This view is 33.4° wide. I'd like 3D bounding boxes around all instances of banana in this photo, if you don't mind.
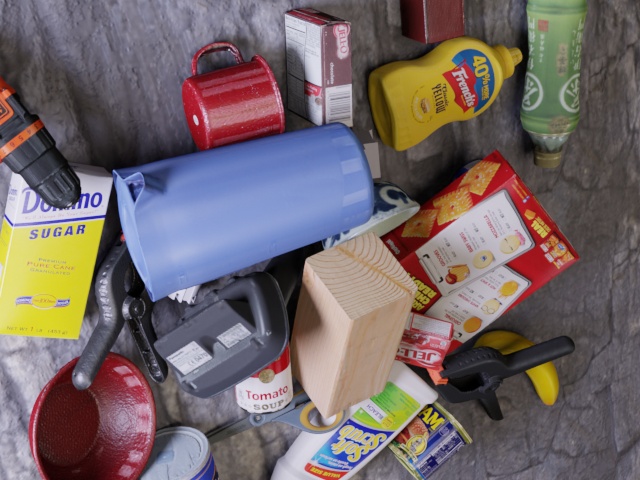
[{"bbox_3d":[0.271,0.166,1.445,0.197,0.037,0.070,29,120,-32],"label":"banana"}]

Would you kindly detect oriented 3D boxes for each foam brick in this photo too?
[{"bbox_3d":[0.122,-0.262,1.177,0.051,0.053,0.078,-18,118,-22],"label":"foam brick"}]

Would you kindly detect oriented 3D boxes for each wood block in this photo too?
[{"bbox_3d":[0.031,0.098,1.192,0.090,0.091,0.206,-22,148,-24],"label":"wood block"}]

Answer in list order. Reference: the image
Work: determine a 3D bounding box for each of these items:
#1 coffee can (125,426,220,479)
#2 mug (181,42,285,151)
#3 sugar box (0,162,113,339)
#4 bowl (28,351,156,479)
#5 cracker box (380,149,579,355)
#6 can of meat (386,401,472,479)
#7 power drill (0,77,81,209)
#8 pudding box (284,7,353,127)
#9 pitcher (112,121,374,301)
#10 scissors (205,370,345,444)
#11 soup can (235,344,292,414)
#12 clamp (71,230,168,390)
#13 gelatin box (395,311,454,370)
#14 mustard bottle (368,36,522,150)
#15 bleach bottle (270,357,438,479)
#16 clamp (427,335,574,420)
[{"bbox_3d":[-0.158,0.298,1.214,0.102,0.103,0.140,-24,120,-19],"label":"coffee can"},{"bbox_3d":[-0.095,-0.146,1.088,0.081,0.093,0.117,-17,86,-17],"label":"mug"},{"bbox_3d":[-0.272,0.009,1.069,0.093,0.048,0.176,6,107,-31],"label":"sugar box"},{"bbox_3d":[-0.251,0.196,1.129,0.161,0.055,0.162,2,88,-50],"label":"bowl"},{"bbox_3d":[0.175,0.019,1.276,0.214,0.072,0.164,-37,124,11],"label":"cracker box"},{"bbox_3d":[0.128,0.247,1.356,0.084,0.102,0.057,-41,124,-7],"label":"can of meat"},{"bbox_3d":[-0.337,-0.062,0.973,0.187,0.057,0.184,-40,101,-11],"label":"power drill"},{"bbox_3d":[-0.002,-0.180,1.117,0.039,0.090,0.113,-11,115,-24],"label":"pudding box"},{"bbox_3d":[-0.075,-0.031,1.062,0.242,0.149,0.145,-16,101,-13],"label":"pitcher"},{"bbox_3d":[-0.056,0.222,1.266,0.201,0.016,0.096,-38,82,-13],"label":"scissors"},{"bbox_3d":[-0.068,0.139,1.223,0.068,0.069,0.102,-15,117,-24],"label":"soup can"},{"bbox_3d":[-0.209,0.076,1.109,0.120,0.039,0.171,-12,101,-55],"label":"clamp"},{"bbox_3d":[0.107,0.116,1.261,0.089,0.030,0.073,15,144,2],"label":"gelatin box"},{"bbox_3d":[0.150,-0.180,1.222,0.191,0.058,0.096,-25,120,-19],"label":"mustard bottle"},{"bbox_3d":[0.027,0.252,1.324,0.251,0.068,0.102,-49,119,-1],"label":"bleach bottle"},{"bbox_3d":[0.211,0.181,1.369,0.209,0.036,0.165,3,133,-36],"label":"clamp"}]
